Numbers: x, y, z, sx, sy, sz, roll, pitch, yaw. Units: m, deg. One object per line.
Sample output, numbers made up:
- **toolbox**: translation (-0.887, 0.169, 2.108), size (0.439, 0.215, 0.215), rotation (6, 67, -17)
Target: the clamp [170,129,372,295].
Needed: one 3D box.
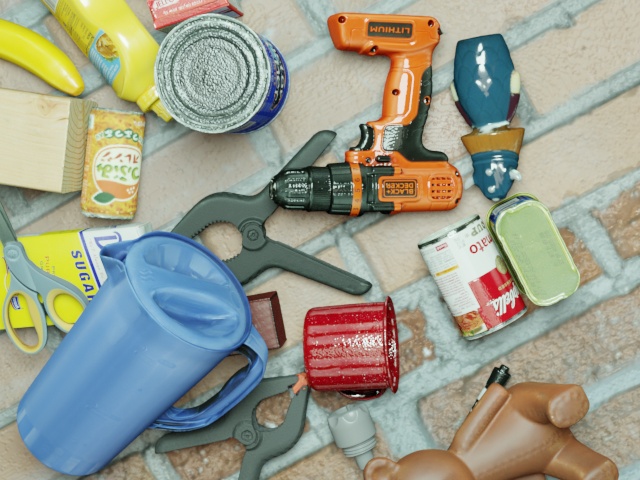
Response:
- **clamp**: translation (-0.057, 0.001, 1.047), size (0.210, 0.036, 0.164), rotation (-20, 93, 3)

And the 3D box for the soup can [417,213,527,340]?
- **soup can**: translation (0.144, 0.034, 1.015), size (0.068, 0.068, 0.102), rotation (-27, 92, 7)

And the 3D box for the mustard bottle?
- **mustard bottle**: translation (-0.198, -0.193, 1.014), size (0.058, 0.096, 0.191), rotation (-38, 92, -25)

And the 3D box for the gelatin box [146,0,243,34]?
- **gelatin box**: translation (-0.117, -0.220, 1.005), size (0.073, 0.089, 0.030), rotation (-16, 94, 7)

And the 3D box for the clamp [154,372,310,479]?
- **clamp**: translation (-0.068, 0.204, 1.067), size (0.171, 0.039, 0.120), rotation (-36, 93, 8)

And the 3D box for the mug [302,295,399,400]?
- **mug**: translation (0.032, 0.111, 1.031), size (0.081, 0.093, 0.117), rotation (-5, 131, 11)

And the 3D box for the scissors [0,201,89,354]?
- **scissors**: translation (-0.272, 0.017, 1.019), size (0.096, 0.016, 0.202), rotation (-1, 111, 1)

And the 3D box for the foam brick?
- **foam brick**: translation (-0.078, 0.084, 1.050), size (0.078, 0.053, 0.051), rotation (-10, 94, 7)

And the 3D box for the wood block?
- **wood block**: translation (-0.333, -0.107, 1.038), size (0.206, 0.090, 0.091), rotation (8, 96, 4)

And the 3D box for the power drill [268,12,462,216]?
- **power drill**: translation (0.043, -0.116, 1.000), size (0.184, 0.057, 0.188), rotation (-1, 96, -12)

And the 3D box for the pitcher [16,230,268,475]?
- **pitcher**: translation (-0.174, 0.121, 0.999), size (0.243, 0.144, 0.149), rotation (-47, 63, 30)

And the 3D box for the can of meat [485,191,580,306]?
- **can of meat**: translation (0.199, 0.008, 0.999), size (0.057, 0.084, 0.102), rotation (-27, 92, 7)

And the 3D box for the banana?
- **banana**: translation (-0.325, -0.187, 1.053), size (0.198, 0.037, 0.069), rotation (8, 85, 2)

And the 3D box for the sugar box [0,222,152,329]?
- **sugar box**: translation (-0.253, 0.036, 1.065), size (0.176, 0.048, 0.093), rotation (-6, 97, 8)

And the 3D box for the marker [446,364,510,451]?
- **marker**: translation (0.153, 0.176, 1.053), size (0.020, 0.020, 0.121), rotation (28, 98, 2)

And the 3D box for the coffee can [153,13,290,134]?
- **coffee can**: translation (-0.087, -0.150, 0.983), size (0.103, 0.140, 0.103), rotation (1, 96, 6)
